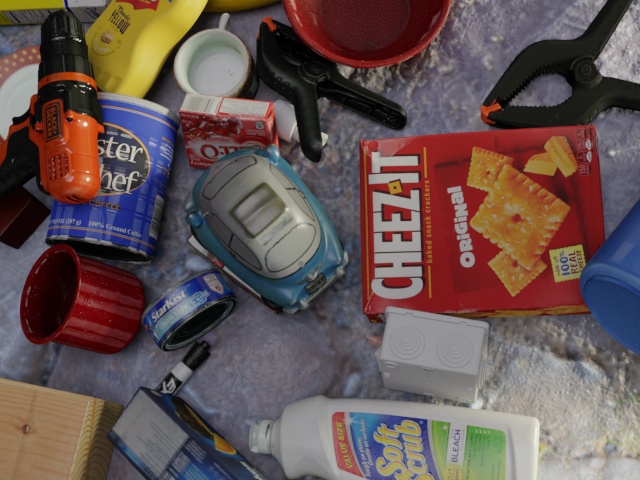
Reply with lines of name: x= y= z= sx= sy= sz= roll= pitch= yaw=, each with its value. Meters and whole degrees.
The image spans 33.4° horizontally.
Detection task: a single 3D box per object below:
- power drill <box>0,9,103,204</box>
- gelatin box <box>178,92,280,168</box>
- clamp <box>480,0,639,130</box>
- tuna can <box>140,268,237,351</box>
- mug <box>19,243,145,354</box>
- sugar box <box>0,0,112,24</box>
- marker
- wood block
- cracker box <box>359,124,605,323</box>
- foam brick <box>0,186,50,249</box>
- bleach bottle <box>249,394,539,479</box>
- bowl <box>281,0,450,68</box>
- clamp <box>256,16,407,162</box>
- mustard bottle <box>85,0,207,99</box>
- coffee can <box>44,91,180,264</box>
power drill: x=-0.284 y=-0.103 z=0.975 sx=0.188 sy=0.057 sz=0.184 roll=-18 pitch=68 yaw=25
gelatin box: x=-0.085 y=-0.099 z=1.012 sx=0.089 sy=0.073 sz=0.030 roll=8 pitch=50 yaw=11
clamp: x=0.246 y=-0.163 z=0.992 sx=0.210 sy=0.036 sz=0.164 roll=-15 pitch=76 yaw=6
tuna can: x=-0.119 y=0.064 z=0.976 sx=0.086 sy=0.086 sz=0.034 roll=-36 pitch=76 yaw=0
mug: x=-0.225 y=0.064 z=0.987 sx=0.117 sy=0.081 sz=0.093 roll=-32 pitch=54 yaw=32
sugar box: x=-0.296 y=-0.273 z=1.102 sx=0.176 sy=0.048 sz=0.093 roll=-2 pitch=77 yaw=10
marker: x=-0.145 y=0.142 z=0.997 sx=0.020 sy=0.020 sz=0.121 roll=40 pitch=86 yaw=15
wood block: x=-0.301 y=0.172 z=0.980 sx=0.206 sy=0.090 sz=0.091 roll=10 pitch=78 yaw=12
cracker box: x=0.144 y=-0.013 z=0.957 sx=0.214 sy=0.072 sz=0.164 roll=-3 pitch=78 yaw=9
foam brick: x=-0.316 y=-0.038 z=1.049 sx=0.078 sy=0.051 sz=0.053 roll=40 pitch=85 yaw=15
bleach bottle: x=0.061 y=0.191 z=0.931 sx=0.251 sy=0.068 sz=0.102 roll=3 pitch=77 yaw=12
bowl: x=0.043 y=-0.233 z=1.025 sx=0.162 sy=0.055 sz=0.162 roll=0 pitch=79 yaw=1
clamp: x=-0.013 y=-0.143 z=1.009 sx=0.171 sy=0.039 sz=0.120 roll=41 pitch=45 yaw=19
mustard bottle: x=-0.159 y=-0.230 z=1.035 sx=0.192 sy=0.058 sz=0.096 roll=-53 pitch=50 yaw=11
coffee can: x=-0.195 y=-0.056 z=1.007 sx=0.103 sy=0.102 sz=0.140 roll=7 pitch=79 yaw=11
